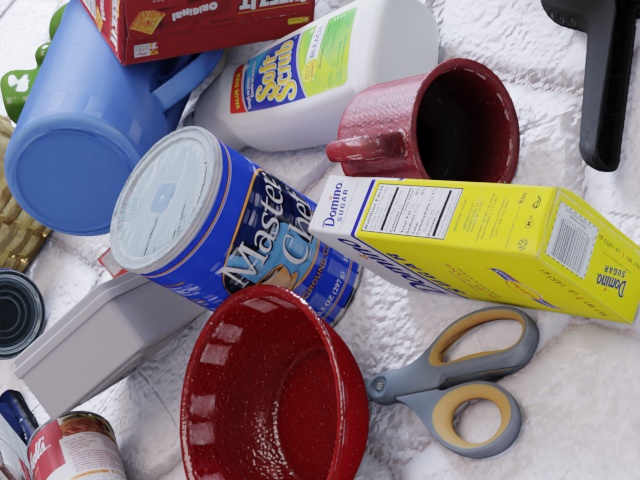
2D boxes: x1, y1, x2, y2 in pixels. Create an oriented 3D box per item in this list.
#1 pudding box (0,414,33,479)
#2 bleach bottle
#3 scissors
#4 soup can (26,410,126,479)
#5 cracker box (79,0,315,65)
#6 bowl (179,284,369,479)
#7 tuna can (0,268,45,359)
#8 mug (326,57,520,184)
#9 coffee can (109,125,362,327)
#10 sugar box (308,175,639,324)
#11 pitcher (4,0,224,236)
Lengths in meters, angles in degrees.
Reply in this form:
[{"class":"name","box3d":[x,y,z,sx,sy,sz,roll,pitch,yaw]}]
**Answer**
[{"class":"pudding box","box3d":[-0.241,0.186,0.824,0.039,0.113,0.090,-29,38,-9]},{"class":"bleach bottle","box3d":[-0.024,-0.109,0.826,0.251,0.068,0.102,-14,58,46]},{"class":"scissors","box3d":[0.046,0.103,0.639,0.202,0.016,0.096,-31,45,31]},{"class":"soup can","box3d":[-0.173,0.183,0.785,0.068,0.068,0.102,-50,38,10]},{"class":"cracker box","box3d":[-0.121,-0.237,0.876,0.214,0.164,0.072,53,149,41]},{"class":"bowl","box3d":[-0.021,0.109,0.657,0.162,0.055,0.162,-11,75,48]},{"class":"tuna can","box3d":[-0.300,0.068,0.991,0.034,0.086,0.086,-2,64,46]},{"class":"mug","box3d":[0.055,-0.060,0.666,0.082,0.117,0.093,-1,100,53]},{"class":"coffee can","box3d":[-0.055,0.001,0.718,0.103,0.140,0.103,-28,47,34]},{"class":"sugar box","box3d":[0.084,0.003,0.603,0.177,0.093,0.048,3,67,50]},{"class":"pitcher","box3d":[-0.164,-0.116,0.869,0.242,0.145,0.149,-86,16,-54]}]
